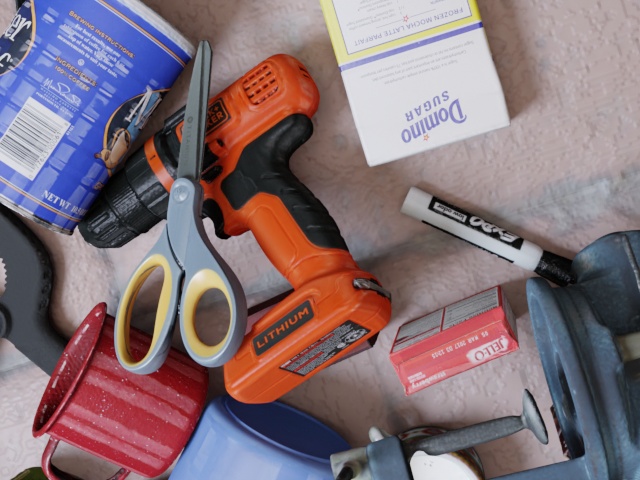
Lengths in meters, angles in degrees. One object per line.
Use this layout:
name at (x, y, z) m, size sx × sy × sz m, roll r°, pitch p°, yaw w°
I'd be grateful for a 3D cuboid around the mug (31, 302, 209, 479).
mug at (-0.129, 0.108, 0.673) m, size 0.081 × 0.093 × 0.117 m, roll 29°, pitch 90°, yaw -17°

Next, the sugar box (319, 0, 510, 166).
sugar box at (0.049, -0.143, 0.658) m, size 0.093 × 0.048 × 0.176 m, roll -15°, pitch 99°, yaw 10°

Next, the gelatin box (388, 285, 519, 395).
gelatin box at (0.083, 0.060, 0.655) m, size 0.073 × 0.089 × 0.030 m, roll -24°, pitch 93°, yaw 10°

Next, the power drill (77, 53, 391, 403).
power drill at (-0.054, 0.001, 0.650) m, size 0.185 × 0.057 × 0.188 m, roll -35°, pitch 64°, yaw 16°

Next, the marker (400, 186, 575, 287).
marker at (0.109, -0.001, 0.679) m, size 0.121 × 0.020 × 0.020 m, roll 25°, pitch 100°, yaw 4°

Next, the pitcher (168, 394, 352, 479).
pitcher at (-0.076, 0.222, 0.690) m, size 0.149 × 0.145 × 0.243 m, roll 23°, pitch 96°, yaw -8°

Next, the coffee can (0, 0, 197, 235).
coffee can at (-0.156, -0.089, 0.653) m, size 0.103 × 0.103 × 0.140 m, roll 34°, pitch 90°, yaw 3°

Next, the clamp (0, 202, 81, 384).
clamp at (-0.211, 0.058, 0.725) m, size 0.164 × 0.036 × 0.210 m, roll -6°, pitch 94°, yaw 0°

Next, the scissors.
scissors at (-0.065, -0.015, 0.618) m, size 0.096 × 0.016 × 0.202 m, roll 18°, pitch 88°, yaw 31°
